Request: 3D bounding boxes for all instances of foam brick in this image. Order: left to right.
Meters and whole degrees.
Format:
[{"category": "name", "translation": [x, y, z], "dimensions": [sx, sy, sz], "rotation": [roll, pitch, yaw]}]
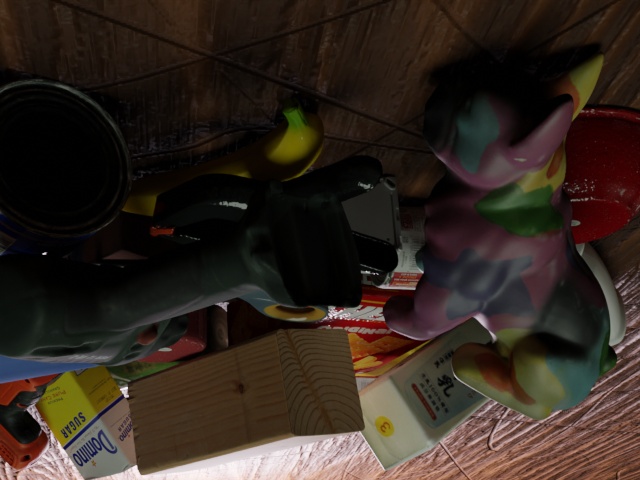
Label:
[{"category": "foam brick", "translation": [-0.139, -0.001, 0.825], "dimensions": [0.051, 0.053, 0.078], "rotation": [-21, 152, 38]}]

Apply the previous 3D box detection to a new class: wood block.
[{"category": "wood block", "translation": [-0.072, 0.147, 0.951], "dimensions": [0.207, 0.091, 0.090], "rotation": [-22, 161, 40]}]

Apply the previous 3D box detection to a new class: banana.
[{"category": "banana", "translation": [-0.061, -0.051, 0.736], "dimensions": [0.069, 0.037, 0.198], "rotation": [31, 141, -34]}]

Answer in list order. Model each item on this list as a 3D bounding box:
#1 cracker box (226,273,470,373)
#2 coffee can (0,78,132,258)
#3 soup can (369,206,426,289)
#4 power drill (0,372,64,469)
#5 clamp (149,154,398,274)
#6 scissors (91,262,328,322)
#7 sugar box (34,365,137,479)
[{"category": "cracker box", "translation": [0.027, 0.062, 0.988], "dimensions": [0.164, 0.072, 0.214], "rotation": [7, 156, -26]}, {"category": "coffee can", "translation": [-0.197, -0.027, 0.682], "dimensions": [0.102, 0.103, 0.141], "rotation": [11, 154, -33]}, {"category": "soup can", "translation": [0.096, 0.008, 0.863], "dimensions": [0.102, 0.068, 0.069], "rotation": [3, 158, -15]}, {"category": "power drill", "translation": [-0.317, 0.117, 1.020], "dimensions": [0.057, 0.184, 0.188], "rotation": [-43, 174, -41]}, {"category": "clamp", "translation": [-0.031, -0.021, 0.707], "dimensions": [0.171, 0.039, 0.120], "rotation": [4, 142, 3]}, {"category": "scissors", "translation": [-0.072, 0.041, 0.836], "dimensions": [0.201, 0.016, 0.096], "rotation": [3, 156, -3]}, {"category": "sugar box", "translation": [-0.245, 0.152, 1.056], "dimensions": [0.094, 0.176, 0.048], "rotation": [-25, -172, 44]}]
